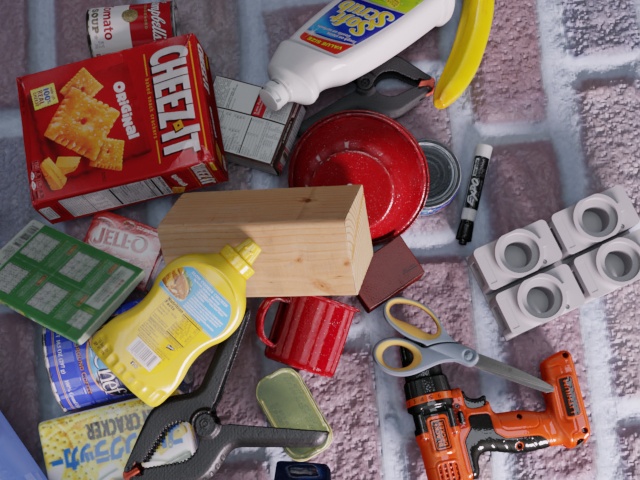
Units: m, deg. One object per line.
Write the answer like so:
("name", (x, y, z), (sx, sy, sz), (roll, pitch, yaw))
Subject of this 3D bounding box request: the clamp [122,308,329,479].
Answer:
("clamp", (-0.117, 0.179, 1.107), (0.210, 0.036, 0.164), (-27, 75, 2))

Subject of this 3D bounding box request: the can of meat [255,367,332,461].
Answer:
("can of meat", (-0.029, 0.188, 1.157), (0.057, 0.084, 0.102), (-29, 81, -6))

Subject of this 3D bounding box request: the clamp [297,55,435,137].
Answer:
("clamp", (0.045, -0.170, 1.248), (0.171, 0.039, 0.120), (8, 86, 8))

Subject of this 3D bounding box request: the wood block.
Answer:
("wood block", (-0.058, 0.001, 1.146), (0.206, 0.090, 0.090), (-2, 117, 16))

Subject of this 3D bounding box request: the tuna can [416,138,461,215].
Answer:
("tuna can", (0.119, -0.074, 1.232), (0.086, 0.034, 0.086), (0, 79, 0))

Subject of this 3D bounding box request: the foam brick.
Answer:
("foam brick", (0.071, 0.039, 1.202), (0.078, 0.051, 0.053), (-33, 82, -6))

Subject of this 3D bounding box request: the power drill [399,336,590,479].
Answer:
("power drill", (0.189, 0.176, 1.176), (0.187, 0.057, 0.184), (-12, 76, -1))

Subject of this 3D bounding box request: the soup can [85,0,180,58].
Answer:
("soup can", (-0.216, -0.242, 1.245), (0.102, 0.068, 0.068), (-5, 80, -1))

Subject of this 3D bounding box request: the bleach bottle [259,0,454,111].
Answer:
("bleach bottle", (0.035, -0.225, 1.210), (0.103, 0.068, 0.250), (40, 66, 18))

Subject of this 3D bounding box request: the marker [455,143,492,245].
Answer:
("marker", (0.177, -0.053, 1.236), (0.020, 0.020, 0.121), (14, 80, 2))

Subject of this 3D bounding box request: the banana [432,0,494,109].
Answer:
("banana", (0.170, -0.243, 1.250), (0.037, 0.069, 0.198), (8, 85, 43))

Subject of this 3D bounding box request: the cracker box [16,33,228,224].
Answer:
("cracker box", (-0.224, -0.126, 1.198), (0.214, 0.072, 0.164), (-13, 70, 6))

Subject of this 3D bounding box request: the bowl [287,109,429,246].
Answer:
("bowl", (0.038, -0.061, 1.183), (0.162, 0.055, 0.162), (3, 108, 9))

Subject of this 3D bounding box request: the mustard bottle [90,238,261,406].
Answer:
("mustard bottle", (-0.134, 0.070, 1.082), (0.191, 0.058, 0.096), (-45, 91, -3))

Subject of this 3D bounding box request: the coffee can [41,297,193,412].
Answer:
("coffee can", (-0.219, 0.120, 1.160), (0.140, 0.103, 0.103), (-14, 80, -3))

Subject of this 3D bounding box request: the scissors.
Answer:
("scissors", (0.142, 0.137, 1.152), (0.202, 0.016, 0.096), (36, 76, 15))

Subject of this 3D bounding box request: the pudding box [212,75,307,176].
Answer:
("pudding box", (-0.084, -0.133, 1.228), (0.114, 0.039, 0.090), (17, 81, 21))

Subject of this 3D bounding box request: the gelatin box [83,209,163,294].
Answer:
("gelatin box", (-0.226, 0.012, 1.217), (0.089, 0.030, 0.073), (20, 80, 3))

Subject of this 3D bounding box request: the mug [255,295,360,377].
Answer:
("mug", (-0.021, 0.097, 1.165), (0.117, 0.093, 0.081), (22, 83, -37))
